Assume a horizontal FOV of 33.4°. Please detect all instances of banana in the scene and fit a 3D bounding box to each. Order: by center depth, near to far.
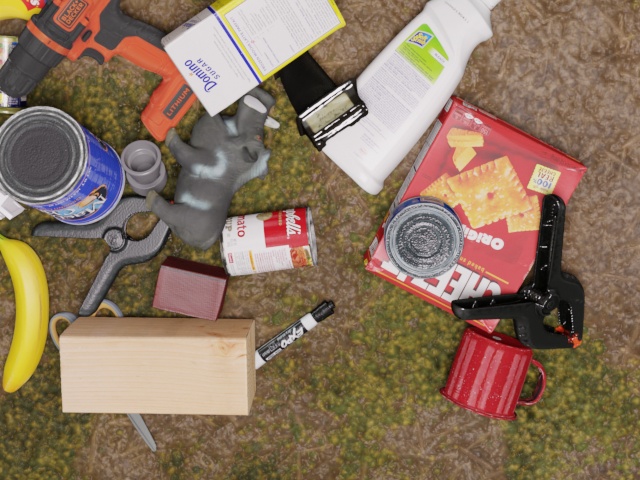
[{"bbox_3d":[-0.348,0.084,1.248,0.070,0.037,0.198,4,100,32],"label":"banana"}]

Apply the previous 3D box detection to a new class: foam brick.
[{"bbox_3d":[-0.147,0.055,1.223,0.078,0.053,0.051,13,102,1],"label":"foam brick"}]

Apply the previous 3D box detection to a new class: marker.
[{"bbox_3d":[-0.033,0.109,1.247,0.121,0.020,0.020,-37,98,9],"label":"marker"}]

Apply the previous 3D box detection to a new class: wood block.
[{"bbox_3d":[-0.180,0.140,1.204,0.206,0.090,0.091,0,100,3],"label":"wood block"}]

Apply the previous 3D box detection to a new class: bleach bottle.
[{"bbox_3d":[0.106,-0.174,1.158,0.102,0.068,0.251,44,99,7],"label":"bleach bottle"}]

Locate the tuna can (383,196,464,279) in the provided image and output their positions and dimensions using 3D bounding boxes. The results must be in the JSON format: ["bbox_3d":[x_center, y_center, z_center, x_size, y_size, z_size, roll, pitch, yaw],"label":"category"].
[{"bbox_3d":[0.110,-0.003,1.138,0.086,0.033,0.086,1,102,4],"label":"tuna can"}]

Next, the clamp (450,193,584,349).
[{"bbox_3d":[0.229,0.067,1.161,0.164,0.036,0.210,-42,133,-8],"label":"clamp"}]

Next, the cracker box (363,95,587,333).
[{"bbox_3d":[0.168,-0.029,1.184,0.164,0.072,0.214,27,102,-3],"label":"cracker box"}]

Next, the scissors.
[{"bbox_3d":[-0.234,0.151,1.265,0.096,0.016,0.201,-42,97,10],"label":"scissors"}]

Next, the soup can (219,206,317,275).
[{"bbox_3d":[-0.058,0.001,1.201,0.102,0.068,0.068,-7,101,4],"label":"soup can"}]

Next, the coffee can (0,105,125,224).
[{"bbox_3d":[-0.278,-0.077,1.143,0.103,0.140,0.103,-1,83,5],"label":"coffee can"}]

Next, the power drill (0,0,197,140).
[{"bbox_3d":[-0.226,-0.189,1.144,0.187,0.057,0.184,35,104,-27],"label":"power drill"}]

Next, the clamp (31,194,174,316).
[{"bbox_3d":[-0.243,-0.006,1.222,0.171,0.039,0.120,-39,98,2],"label":"clamp"}]

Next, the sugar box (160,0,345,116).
[{"bbox_3d":[-0.070,-0.219,1.119,0.176,0.048,0.093,-33,117,1],"label":"sugar box"}]

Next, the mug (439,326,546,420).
[{"bbox_3d":[0.202,0.152,1.213,0.117,0.093,0.081,16,97,-9],"label":"mug"}]

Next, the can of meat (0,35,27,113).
[{"bbox_3d":[-0.375,-0.185,1.181,0.102,0.057,0.084,4,99,1],"label":"can of meat"}]
